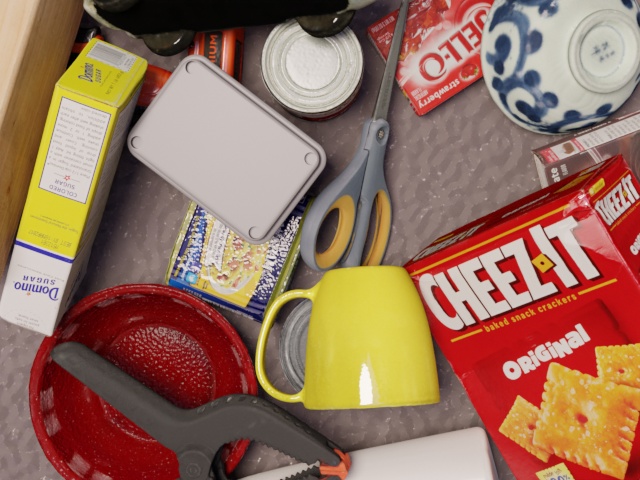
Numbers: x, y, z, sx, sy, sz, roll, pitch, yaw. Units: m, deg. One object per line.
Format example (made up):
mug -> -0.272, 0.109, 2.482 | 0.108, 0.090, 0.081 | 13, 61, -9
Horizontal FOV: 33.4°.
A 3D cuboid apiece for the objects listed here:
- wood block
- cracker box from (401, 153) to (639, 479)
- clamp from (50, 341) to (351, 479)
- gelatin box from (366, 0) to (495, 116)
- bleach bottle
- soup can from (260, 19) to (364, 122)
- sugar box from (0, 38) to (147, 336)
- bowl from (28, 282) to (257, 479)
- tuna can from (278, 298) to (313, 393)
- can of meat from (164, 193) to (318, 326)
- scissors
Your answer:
wood block -> -0.222, -0.087, 0.661 | 0.091, 0.090, 0.206 | 13, 79, 3
cracker box -> 0.172, 0.075, 0.707 | 0.164, 0.072, 0.213 | -28, 95, 43
clamp -> -0.086, 0.160, 0.718 | 0.210, 0.036, 0.164 | 6, 95, 7
gelatin box -> 0.088, -0.142, 0.756 | 0.089, 0.030, 0.073 | -32, 93, 4
bleach bottle -> 0.004, 0.203, 0.762 | 0.251, 0.068, 0.102 | -13, 121, 10
soup can -> -0.004, -0.116, 0.725 | 0.068, 0.102, 0.068 | 0, 94, 1
sugar box -> -0.163, -0.034, 0.700 | 0.048, 0.093, 0.176 | 22, 117, -7
bowl -> -0.123, 0.108, 0.767 | 0.162, 0.055, 0.162 | 0, 94, 2
tuna can -> 0.013, 0.076, 0.772 | 0.086, 0.034, 0.086 | 0, 94, 2
can of meat -> -0.055, 0.001, 0.758 | 0.084, 0.057, 0.102 | 22, 95, 2
scissors -> 0.025, -0.063, 0.727 | 0.016, 0.096, 0.202 | 19, 116, 37
